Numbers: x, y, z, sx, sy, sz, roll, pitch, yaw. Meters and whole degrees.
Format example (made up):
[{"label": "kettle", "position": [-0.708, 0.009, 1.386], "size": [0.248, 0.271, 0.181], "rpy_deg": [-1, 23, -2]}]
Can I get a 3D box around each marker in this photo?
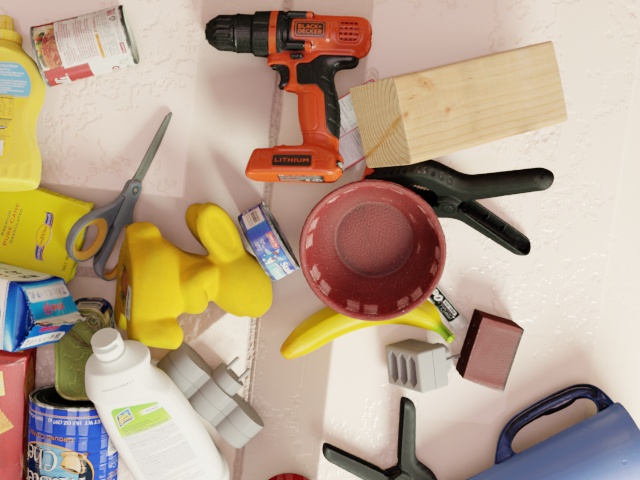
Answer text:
[{"label": "marker", "position": [0.127, 0.054, 1.234], "size": [0.020, 0.020, 0.121], "rpy_deg": [-39, 98, 2]}]

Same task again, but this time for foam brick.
[{"label": "foam brick", "position": [0.194, 0.126, 1.231], "size": [0.051, 0.053, 0.078], "rpy_deg": [16, 95, -5]}]

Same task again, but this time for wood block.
[{"label": "wood block", "position": [0.149, -0.145, 1.134], "size": [0.205, 0.091, 0.090], "rpy_deg": [-17, 99, -26]}]

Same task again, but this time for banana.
[{"label": "banana", "position": [0.050, 0.092, 1.215], "size": [0.198, 0.069, 0.037], "rpy_deg": [-8, 135, 4]}]

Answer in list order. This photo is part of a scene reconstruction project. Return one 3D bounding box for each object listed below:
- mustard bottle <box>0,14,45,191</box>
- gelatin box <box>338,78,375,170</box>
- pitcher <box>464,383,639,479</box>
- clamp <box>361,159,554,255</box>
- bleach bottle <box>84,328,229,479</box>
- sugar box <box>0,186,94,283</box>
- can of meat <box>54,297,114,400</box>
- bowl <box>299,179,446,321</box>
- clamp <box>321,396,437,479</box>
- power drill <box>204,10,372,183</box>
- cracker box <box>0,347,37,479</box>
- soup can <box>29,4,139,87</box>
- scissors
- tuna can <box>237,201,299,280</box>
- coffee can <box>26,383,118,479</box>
[{"label": "mustard bottle", "position": [-0.346, -0.150, 1.148], "size": [0.096, 0.058, 0.191], "rpy_deg": [0, 78, 2]}, {"label": "gelatin box", "position": [0.039, -0.129, 1.200], "size": [0.089, 0.030, 0.073], "rpy_deg": [-31, 97, 2]}, {"label": "pitcher", "position": [0.262, 0.283, 1.226], "size": [0.243, 0.149, 0.145], "rpy_deg": [-24, 113, 4]}, {"label": "clamp", "position": [0.150, -0.054, 1.172], "size": [0.210, 0.165, 0.036], "rpy_deg": [18, 62, 3]}, {"label": "bleach bottle", "position": [-0.181, 0.187, 1.151], "size": [0.102, 0.068, 0.251], "rpy_deg": [-23, 130, -7]}, {"label": "sugar box", "position": [-0.350, -0.023, 1.187], "size": [0.176, 0.048, 0.093], "rpy_deg": [18, 95, -7]}, {"label": "can of meat", "position": [-0.260, 0.118, 1.190], "size": [0.057, 0.084, 0.102], "rpy_deg": [0, 98, -3]}, {"label": "bowl", "position": [0.059, 0.006, 1.188], "size": [0.162, 0.055, 0.162], "rpy_deg": [1, 105, 5]}, {"label": "clamp", "position": [0.096, 0.269, 1.252], "size": [0.120, 0.039, 0.171], "rpy_deg": [-38, 104, 7]}, {"label": "power drill", "position": [-0.039, -0.159, 1.158], "size": [0.184, 0.057, 0.187], "rpy_deg": [2, 84, 6]}, {"label": "cracker box", "position": [-0.411, 0.219, 1.203], "size": [0.164, 0.072, 0.214], "rpy_deg": [5, 98, -3]}, {"label": "soup can", "position": [-0.254, -0.211, 1.156], "size": [0.102, 0.068, 0.068], "rpy_deg": [-15, 98, -2]}, {"label": "scissors", "position": [-0.224, -0.052, 1.179], "size": [0.016, 0.096, 0.202], "rpy_deg": [23, 100, 38]}, {"label": "tuna can", "position": [-0.058, 0.001, 1.185], "size": [0.034, 0.086, 0.086], "rpy_deg": [-29, 98, 3]}, {"label": "coffee can", "position": [-0.277, 0.241, 1.196], "size": [0.102, 0.103, 0.140], "rpy_deg": [4, 97, -4]}]
